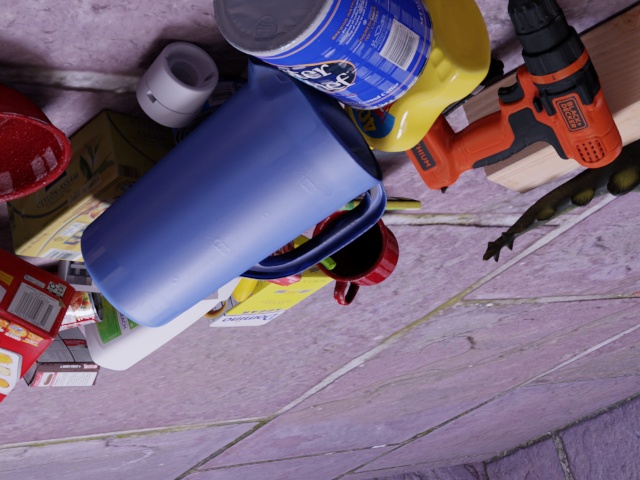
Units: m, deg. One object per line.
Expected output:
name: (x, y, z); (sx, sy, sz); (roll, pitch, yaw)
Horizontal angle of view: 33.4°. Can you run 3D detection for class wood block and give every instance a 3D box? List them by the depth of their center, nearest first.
wood block: (0.255, -0.134, 1.034); (0.206, 0.091, 0.090); (-27, 157, 30)

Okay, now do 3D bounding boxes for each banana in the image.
banana: (-0.063, 0.026, 1.272); (0.037, 0.069, 0.198); (-28, -176, -39)

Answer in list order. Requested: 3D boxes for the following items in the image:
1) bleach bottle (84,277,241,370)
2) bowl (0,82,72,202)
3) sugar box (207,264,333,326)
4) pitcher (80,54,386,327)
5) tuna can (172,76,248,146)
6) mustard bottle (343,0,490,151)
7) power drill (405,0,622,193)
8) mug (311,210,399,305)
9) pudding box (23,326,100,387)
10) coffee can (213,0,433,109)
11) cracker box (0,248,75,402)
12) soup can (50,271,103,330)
bleach bottle: (-0.175, 0.057, 1.255); (0.251, 0.102, 0.068); (-34, 145, 28)
bowl: (-0.284, -0.084, 0.853); (0.162, 0.055, 0.162); (-13, 159, -5)
sugar box: (-0.068, 0.065, 1.394); (0.093, 0.048, 0.177); (2, 153, -37)
pitcher: (-0.071, -0.029, 0.891); (0.243, 0.149, 0.144); (-37, 170, 14)
tuna can: (-0.090, -0.110, 0.947); (0.086, 0.034, 0.086); (-13, 159, -5)
mustard bottle: (0.068, -0.131, 0.909); (0.058, 0.096, 0.192); (-3, 157, -28)
power drill: (0.156, -0.127, 0.958); (0.188, 0.057, 0.184); (-14, 120, 34)
mug: (0.043, 0.021, 1.267); (0.093, 0.117, 0.081); (12, 173, 21)
pudding box: (-0.331, 0.132, 1.304); (0.089, 0.114, 0.039); (4, 117, -41)
coffee can: (0.005, -0.163, 0.775); (0.103, 0.103, 0.140); (-26, 157, 27)
cracker box: (-0.365, 0.075, 1.100); (0.164, 0.072, 0.214); (29, 144, -15)
soup can: (-0.307, 0.071, 1.219); (0.102, 0.068, 0.068); (-13, 159, -3)
